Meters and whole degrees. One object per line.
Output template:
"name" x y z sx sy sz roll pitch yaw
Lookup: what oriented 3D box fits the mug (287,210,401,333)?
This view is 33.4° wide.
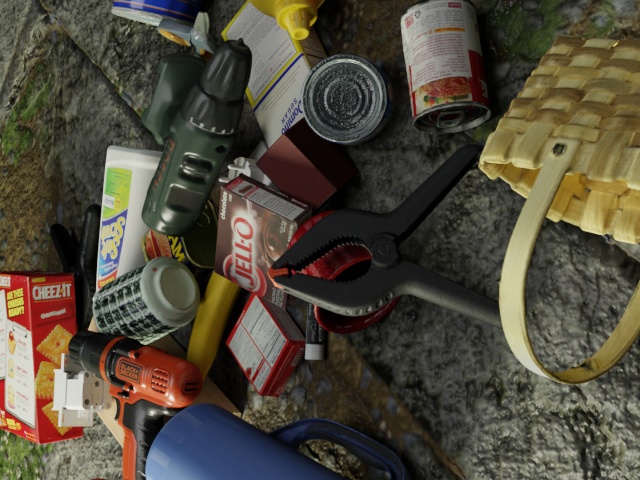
"mug" 0.019 0.035 0.997 0.082 0.093 0.117 -126 28 -43

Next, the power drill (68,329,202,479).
"power drill" -0.207 0.194 1.101 0.185 0.057 0.188 12 96 40

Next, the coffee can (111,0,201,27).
"coffee can" -0.182 -0.325 1.252 0.103 0.102 0.140 19 99 48

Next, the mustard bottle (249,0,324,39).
"mustard bottle" -0.035 -0.283 1.083 0.096 0.058 0.191 -15 60 8

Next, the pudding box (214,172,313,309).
"pudding box" -0.057 0.001 1.051 0.090 0.039 0.113 26 129 21

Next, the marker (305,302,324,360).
"marker" -0.004 0.058 1.063 0.020 0.020 0.121 -4 82 48

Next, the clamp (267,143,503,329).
"clamp" 0.060 0.002 0.910 0.210 0.036 0.164 -5 71 7

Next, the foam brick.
"foam brick" -0.014 -0.071 1.041 0.078 0.052 0.051 48 127 0

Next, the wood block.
"wood block" -0.189 0.175 1.204 0.206 0.090 0.091 38 113 45

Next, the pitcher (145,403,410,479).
"pitcher" -0.042 0.238 0.983 0.243 0.148 0.145 26 113 39

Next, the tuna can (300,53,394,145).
"tuna can" 0.025 -0.134 1.012 0.086 0.033 0.086 1 94 13

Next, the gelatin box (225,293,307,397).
"gelatin box" -0.055 0.107 1.106 0.089 0.030 0.073 51 122 43

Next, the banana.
"banana" -0.103 0.060 1.146 0.198 0.037 0.069 -64 17 14

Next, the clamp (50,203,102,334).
"clamp" -0.322 0.042 1.411 0.120 0.039 0.171 -8 80 54

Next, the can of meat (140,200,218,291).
"can of meat" -0.156 0.010 1.215 0.084 0.057 0.102 -45 54 38

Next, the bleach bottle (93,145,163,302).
"bleach bottle" -0.230 0.014 1.294 0.103 0.067 0.251 13 97 51

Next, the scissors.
"scissors" -0.145 -0.229 1.144 0.096 0.201 0.016 26 85 8

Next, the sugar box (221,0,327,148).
"sugar box" -0.038 -0.179 1.115 0.093 0.048 0.176 -44 58 36

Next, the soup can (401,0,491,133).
"soup can" 0.108 -0.152 0.928 0.069 0.068 0.102 -21 69 45

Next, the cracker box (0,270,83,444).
"cracker box" -0.379 0.148 1.410 0.164 0.071 0.214 1 94 53
